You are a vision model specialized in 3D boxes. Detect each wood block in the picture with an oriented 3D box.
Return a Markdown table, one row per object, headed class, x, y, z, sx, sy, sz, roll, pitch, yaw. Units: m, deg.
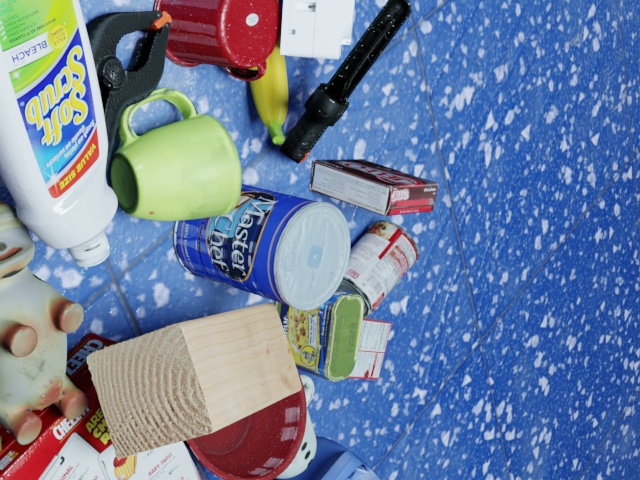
| class | x | y | z | sx | sy | sz | roll | pitch | yaw |
| --- | --- | --- | --- | --- | --- | --- | --- | --- | --- |
| wood block | -0.102 | 0.115 | 0.927 | 0.205 | 0.091 | 0.090 | -6 | 77 | -71 |

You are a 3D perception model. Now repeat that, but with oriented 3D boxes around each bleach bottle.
| class | x | y | z | sx | sy | sz | roll | pitch | yaw |
| --- | --- | --- | --- | --- | --- | --- | --- | --- | --- |
| bleach bottle | -0.195 | -0.094 | 0.765 | 0.102 | 0.068 | 0.251 | -42 | 134 | -36 |

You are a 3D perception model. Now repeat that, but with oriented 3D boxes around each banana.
| class | x | y | z | sx | sy | sz | roll | pitch | yaw |
| --- | --- | --- | --- | --- | --- | --- | --- | --- | --- |
| banana | -0.051 | -0.195 | 1.033 | 0.037 | 0.070 | 0.198 | -12 | 106 | -20 |

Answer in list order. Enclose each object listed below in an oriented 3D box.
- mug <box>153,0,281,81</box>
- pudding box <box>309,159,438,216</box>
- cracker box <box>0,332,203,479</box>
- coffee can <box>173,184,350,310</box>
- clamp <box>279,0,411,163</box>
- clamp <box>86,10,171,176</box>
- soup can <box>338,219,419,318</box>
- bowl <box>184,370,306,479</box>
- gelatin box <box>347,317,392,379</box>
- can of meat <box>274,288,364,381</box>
| class | x | y | z | sx | sy | sz | roll | pitch | yaw |
| --- | --- | --- | --- | --- | --- | --- | --- | --- | --- |
| mug | -0.086 | -0.192 | 0.975 | 0.093 | 0.082 | 0.117 | -52 | 136 | -27 |
| pudding box | 0.058 | -0.059 | 1.171 | 0.089 | 0.114 | 0.039 | -5 | 109 | -50 |
| cracker box | -0.205 | 0.217 | 0.973 | 0.164 | 0.072 | 0.213 | -46 | 133 | -32 |
| coffee can | -0.057 | 0.001 | 1.027 | 0.102 | 0.141 | 0.103 | -20 | 117 | -46 |
| clamp | 0.004 | -0.128 | 1.033 | 0.164 | 0.036 | 0.210 | -54 | -177 | -40 |
| clamp | -0.191 | -0.141 | 0.897 | 0.120 | 0.039 | 0.171 | 48 | 58 | -39 |
| soup can | 0.059 | 0.034 | 1.239 | 0.102 | 0.069 | 0.068 | -47 | 134 | -30 |
| bowl | -0.091 | 0.168 | 1.080 | 0.161 | 0.055 | 0.162 | 16 | 64 | -37 |
| gelatin box | 0.044 | 0.128 | 1.282 | 0.089 | 0.030 | 0.073 | 12 | 91 | -52 |
| can of meat | -0.004 | 0.097 | 1.170 | 0.057 | 0.084 | 0.102 | -5 | 106 | -50 |
